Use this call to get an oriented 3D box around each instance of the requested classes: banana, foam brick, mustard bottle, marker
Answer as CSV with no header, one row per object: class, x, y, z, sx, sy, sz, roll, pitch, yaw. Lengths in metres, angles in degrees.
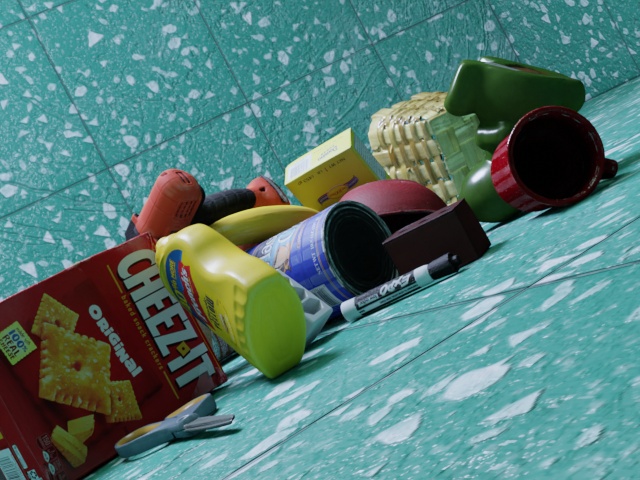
banana,-0.044,-0.010,1.145,0.070,0.037,0.197,-45,-28,27
foam brick,0.107,0.003,0.979,0.078,0.051,0.053,-27,2,24
mustard bottle,-0.089,0.037,0.917,0.058,0.096,0.192,-30,36,-24
marker,0.072,0.041,0.949,0.121,0.020,0.020,-27,2,26

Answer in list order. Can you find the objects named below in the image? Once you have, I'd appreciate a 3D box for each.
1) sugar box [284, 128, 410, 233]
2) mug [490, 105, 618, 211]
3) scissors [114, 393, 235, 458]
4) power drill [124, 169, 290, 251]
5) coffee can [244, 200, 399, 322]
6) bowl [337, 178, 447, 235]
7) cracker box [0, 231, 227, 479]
sugar box,0.047,-0.037,1.223,0.093,0.176,0.048,-28,31,23
mug,0.221,-0.071,1.010,0.117,0.093,0.081,3,-8,-6
scissors,-0.090,0.133,0.816,0.096,0.016,0.202,-29,2,-42
power drill,-0.131,0.000,1.151,0.187,0.057,0.185,-11,-40,-49
coffee can,-0.007,0.032,1.057,0.141,0.103,0.102,-26,2,42
bowl,0.070,-0.023,1.146,0.162,0.055,0.162,-7,-20,-3
cracker box,-0.205,0.107,0.944,0.072,0.164,0.213,-25,3,46
